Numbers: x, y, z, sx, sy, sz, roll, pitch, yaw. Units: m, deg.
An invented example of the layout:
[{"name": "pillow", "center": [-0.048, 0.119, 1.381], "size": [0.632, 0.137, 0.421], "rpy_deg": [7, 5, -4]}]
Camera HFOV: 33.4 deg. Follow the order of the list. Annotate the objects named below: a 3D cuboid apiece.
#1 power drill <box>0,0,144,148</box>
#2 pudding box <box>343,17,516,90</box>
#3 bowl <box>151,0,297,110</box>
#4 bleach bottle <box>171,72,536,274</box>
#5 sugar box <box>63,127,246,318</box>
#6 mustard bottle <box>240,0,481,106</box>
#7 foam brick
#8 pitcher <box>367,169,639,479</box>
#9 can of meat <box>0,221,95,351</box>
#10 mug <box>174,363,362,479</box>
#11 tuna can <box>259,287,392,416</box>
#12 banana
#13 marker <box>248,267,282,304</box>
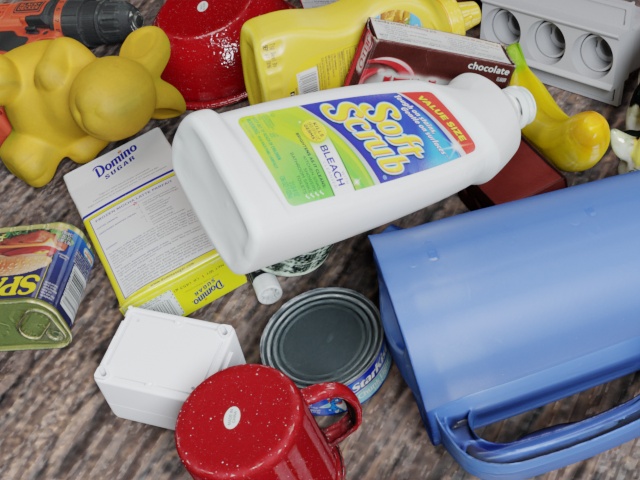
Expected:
[{"name": "power drill", "center": [-0.277, -0.163, 1.021], "size": [0.185, 0.057, 0.187], "rpy_deg": [2, 48, 26]}, {"name": "pudding box", "center": [0.075, -0.110, 0.791], "size": [0.113, 0.090, 0.039], "rpy_deg": [6, 42, -18]}, {"name": "bowl", "center": [-0.097, -0.194, 0.981], "size": [0.162, 0.055, 0.162], "rpy_deg": [-11, 47, 12]}, {"name": "bleach bottle", "center": [0.037, -0.063, 0.692], "size": [0.250, 0.068, 0.102], "rpy_deg": [-21, 73, -30]}, {"name": "sugar box", "center": [-0.134, -0.011, 0.841], "size": [0.093, 0.048, 0.176], "rpy_deg": [-28, 43, -6]}, {"name": "mustard bottle", "center": [0.036, -0.150, 0.823], "size": [0.191, 0.096, 0.058], "rpy_deg": [-19, 47, -13]}, {"name": "foam brick", "center": [0.134, -0.037, 0.760], "size": [0.051, 0.053, 0.078], "rpy_deg": [-29, 46, -6]}, {"name": "pitcher", "center": [0.159, 0.036, 0.641], "size": [0.243, 0.149, 0.145], "rpy_deg": [-17, 4, 1]}, {"name": "can of meat", "center": [-0.233, 0.036, 0.829], "size": [0.102, 0.057, 0.084], "rpy_deg": [-5, 47, 16]}, {"name": "mug", "center": [-0.028, 0.124, 0.657], "size": [0.117, 0.081, 0.093], "rpy_deg": [-26, 46, -3]}, {"name": "tuna can", "center": [0.005, 0.075, 0.721], "size": [0.086, 0.033, 0.086], "rpy_deg": [-10, 48, 11]}, {"name": "banana", "center": [0.165, -0.084, 0.761], "size": [0.037, 0.069, 0.198], "rpy_deg": [-27, 24, 4]}, {"name": "marker", "center": [-0.055, 0.001, 0.819], "size": [0.020, 0.020, 0.121], "rpy_deg": [-24, 46, -2]}]
